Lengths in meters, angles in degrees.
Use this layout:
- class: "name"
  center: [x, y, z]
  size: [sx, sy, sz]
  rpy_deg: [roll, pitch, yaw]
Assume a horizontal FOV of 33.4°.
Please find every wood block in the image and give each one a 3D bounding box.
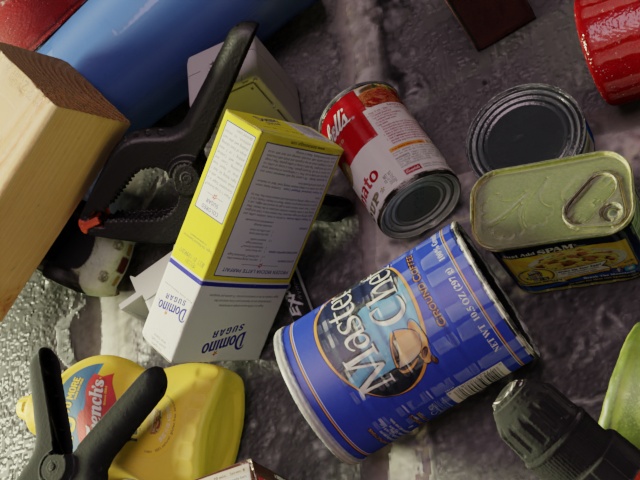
- class: "wood block"
  center: [-0.255, -0.041, 0.836]
  size: [0.090, 0.090, 0.206]
  rpy_deg: [43, 107, 22]

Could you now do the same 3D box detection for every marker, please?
- class: "marker"
  center: [-0.016, 0.046, 0.795]
  size: [0.020, 0.020, 0.121]
  rpy_deg: [-30, 56, 12]

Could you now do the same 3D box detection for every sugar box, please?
- class: "sugar box"
  center: [-0.055, 0.001, 0.757]
  size: [0.048, 0.093, 0.176]
  rpy_deg: [36, 108, 36]

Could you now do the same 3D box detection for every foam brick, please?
- class: "foam brick"
  center: [0.118, -0.192, 0.803]
  size: [0.051, 0.078, 0.053]
  rpy_deg: [-30, 56, 14]

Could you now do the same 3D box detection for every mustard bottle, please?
- class: "mustard bottle"
  center: [-0.152, 0.135, 0.801]
  size: [0.192, 0.058, 0.096]
  rpy_deg: [2, 72, 30]

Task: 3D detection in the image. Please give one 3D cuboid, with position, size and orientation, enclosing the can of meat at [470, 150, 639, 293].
- class: "can of meat"
  center: [0.158, -0.008, 0.686]
  size: [0.102, 0.083, 0.057]
  rpy_deg: [-10, 62, 24]

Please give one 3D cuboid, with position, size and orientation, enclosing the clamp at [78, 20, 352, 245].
- class: "clamp"
  center: [-0.098, -0.064, 0.817]
  size: [0.210, 0.164, 0.036]
  rpy_deg: [-17, 15, 15]

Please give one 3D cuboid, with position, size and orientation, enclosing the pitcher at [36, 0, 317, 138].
- class: "pitcher"
  center: [-0.130, -0.188, 0.916]
  size: [0.243, 0.149, 0.145]
  rpy_deg: [-38, 72, 11]

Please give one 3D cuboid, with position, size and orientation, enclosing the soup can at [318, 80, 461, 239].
- class: "soup can"
  center: [0.050, -0.059, 0.780]
  size: [0.068, 0.068, 0.102]
  rpy_deg: [-36, 55, 8]

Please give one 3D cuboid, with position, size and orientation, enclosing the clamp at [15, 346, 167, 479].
- class: "clamp"
  center: [-0.167, 0.157, 0.744]
  size: [0.120, 0.039, 0.171]
  rpy_deg: [-7, 69, 32]

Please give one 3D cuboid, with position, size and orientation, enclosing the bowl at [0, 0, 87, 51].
- class: "bowl"
  center: [-0.275, -0.203, 0.985]
  size: [0.162, 0.055, 0.162]
  rpy_deg: [-39, 19, 16]

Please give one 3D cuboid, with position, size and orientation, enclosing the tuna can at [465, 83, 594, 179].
- class: "tuna can"
  center: [0.148, -0.065, 0.751]
  size: [0.086, 0.033, 0.086]
  rpy_deg: [-12, 61, 23]

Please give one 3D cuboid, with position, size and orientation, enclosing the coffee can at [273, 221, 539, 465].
- class: "coffee can"
  center: [0.055, 0.067, 0.694]
  size: [0.140, 0.102, 0.103]
  rpy_deg: [-33, 55, 11]
